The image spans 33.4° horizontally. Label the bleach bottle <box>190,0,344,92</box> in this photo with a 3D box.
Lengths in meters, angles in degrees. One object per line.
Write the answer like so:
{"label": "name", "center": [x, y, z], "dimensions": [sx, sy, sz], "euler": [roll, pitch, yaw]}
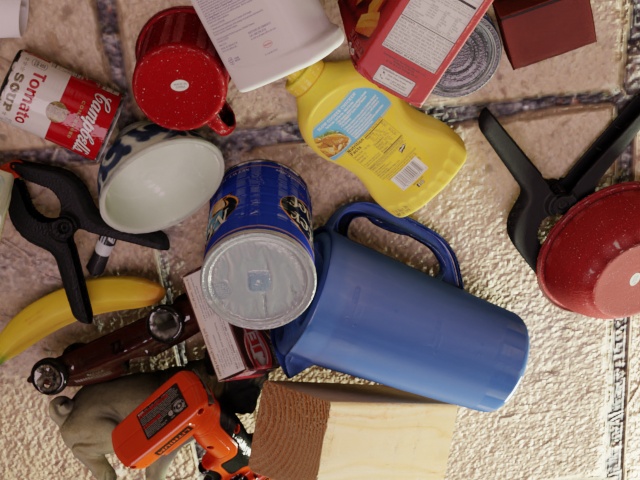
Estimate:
{"label": "bleach bottle", "center": [-0.081, -0.251, 0.865], "dimensions": [0.103, 0.068, 0.251], "euler": [-16, 109, 37]}

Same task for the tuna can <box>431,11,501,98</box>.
{"label": "tuna can", "center": [0.118, -0.172, 0.957], "dimensions": [0.086, 0.034, 0.086], "euler": [-1, 121, -1]}

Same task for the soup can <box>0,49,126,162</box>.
{"label": "soup can", "center": [-0.234, -0.121, 0.959], "dimensions": [0.102, 0.068, 0.069], "euler": [24, 117, -14]}

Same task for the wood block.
{"label": "wood block", "center": [0.036, 0.196, 1.070], "dimensions": [0.205, 0.091, 0.090], "euler": [11, 89, -48]}

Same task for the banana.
{"label": "banana", "center": [-0.250, 0.075, 1.077], "dimensions": [0.198, 0.070, 0.037], "euler": [-26, 145, 2]}

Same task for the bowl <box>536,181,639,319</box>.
{"label": "bowl", "center": [0.296, 0.023, 1.045], "dimensions": [0.162, 0.055, 0.162], "euler": [-9, 127, -13]}

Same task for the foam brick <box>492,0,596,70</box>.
{"label": "foam brick", "center": [0.196, -0.193, 0.936], "dimensions": [0.078, 0.053, 0.051], "euler": [-18, 120, 10]}

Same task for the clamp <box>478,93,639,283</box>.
{"label": "clamp", "center": [0.239, -0.049, 1.033], "dimensions": [0.164, 0.036, 0.210], "euler": [-11, 124, -1]}

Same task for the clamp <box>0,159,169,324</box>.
{"label": "clamp", "center": [-0.230, -0.017, 1.020], "dimensions": [0.120, 0.039, 0.171], "euler": [-35, 101, 0]}

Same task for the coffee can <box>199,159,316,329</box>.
{"label": "coffee can", "center": [-0.057, 0.001, 0.994], "dimensions": [0.103, 0.140, 0.103], "euler": [-1, 121, -1]}

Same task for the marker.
{"label": "marker", "center": [-0.204, -0.014, 1.052], "dimensions": [0.020, 0.020, 0.121], "euler": [21, 118, -14]}

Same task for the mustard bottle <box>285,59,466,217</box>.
{"label": "mustard bottle", "center": [0.037, -0.109, 0.979], "dimensions": [0.191, 0.058, 0.096], "euler": [37, 117, -21]}

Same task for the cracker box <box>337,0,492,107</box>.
{"label": "cracker box", "center": [0.097, -0.236, 0.843], "dimensions": [0.072, 0.164, 0.214], "euler": [24, 117, -18]}

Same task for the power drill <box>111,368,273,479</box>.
{"label": "power drill", "center": [-0.121, 0.220, 1.060], "dimensions": [0.184, 0.057, 0.187], "euler": [-43, 136, 2]}

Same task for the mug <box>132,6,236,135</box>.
{"label": "mug", "center": [-0.114, -0.140, 0.942], "dimensions": [0.093, 0.081, 0.117], "euler": [-29, 117, 15]}

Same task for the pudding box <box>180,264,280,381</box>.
{"label": "pudding box", "center": [-0.086, 0.080, 1.043], "dimensions": [0.039, 0.090, 0.113], "euler": [-26, 78, 15]}

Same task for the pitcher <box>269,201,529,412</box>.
{"label": "pitcher", "center": [0.085, 0.077, 1.061], "dimensions": [0.242, 0.145, 0.149], "euler": [20, 130, -17]}
